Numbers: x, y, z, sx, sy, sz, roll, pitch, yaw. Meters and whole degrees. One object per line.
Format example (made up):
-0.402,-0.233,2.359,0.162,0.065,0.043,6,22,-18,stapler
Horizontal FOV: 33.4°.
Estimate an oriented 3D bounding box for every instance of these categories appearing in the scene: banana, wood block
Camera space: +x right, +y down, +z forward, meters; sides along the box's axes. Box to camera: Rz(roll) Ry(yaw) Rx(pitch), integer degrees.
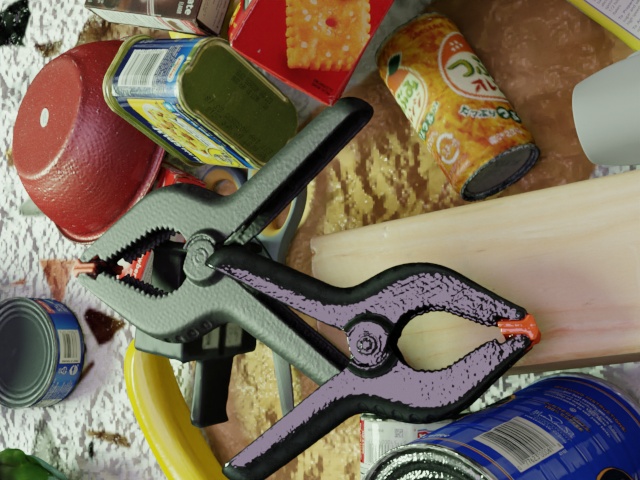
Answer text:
-0.088,0.141,0.718,0.198,0.037,0.070,59,153,17,banana
0.107,0.027,0.583,0.206,0.090,0.090,-11,78,32,wood block

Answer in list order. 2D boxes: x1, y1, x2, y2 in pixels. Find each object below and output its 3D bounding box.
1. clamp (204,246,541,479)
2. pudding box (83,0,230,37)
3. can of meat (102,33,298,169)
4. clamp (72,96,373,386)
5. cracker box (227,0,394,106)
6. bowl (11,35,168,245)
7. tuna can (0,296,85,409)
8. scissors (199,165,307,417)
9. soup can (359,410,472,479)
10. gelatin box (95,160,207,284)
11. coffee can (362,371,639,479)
0.019,0.045,0.532,0.171,0.039,0.120,-16,84,8,clamp
-0.095,-0.193,0.692,0.090,0.039,0.113,13,87,28,pudding box
-0.075,-0.088,0.689,0.084,0.102,0.057,11,69,48,can of meat
-0.054,0.001,0.615,0.210,0.036,0.164,3,85,31,clamp
0.028,-0.188,0.603,0.072,0.164,0.214,31,98,-11,cracker box
-0.175,-0.081,0.769,0.162,0.055,0.162,-19,63,42,bowl
-0.222,0.086,0.821,0.086,0.033,0.086,-3,84,32,tuna can
-0.048,0.028,0.726,0.096,0.016,0.202,3,87,34,scissors
0.056,0.150,0.617,0.069,0.068,0.102,-4,83,32,soup can
-0.125,-0.015,0.761,0.073,0.030,0.089,29,102,46,gelatin box
0.099,0.132,0.536,0.103,0.140,0.103,9,104,40,coffee can
